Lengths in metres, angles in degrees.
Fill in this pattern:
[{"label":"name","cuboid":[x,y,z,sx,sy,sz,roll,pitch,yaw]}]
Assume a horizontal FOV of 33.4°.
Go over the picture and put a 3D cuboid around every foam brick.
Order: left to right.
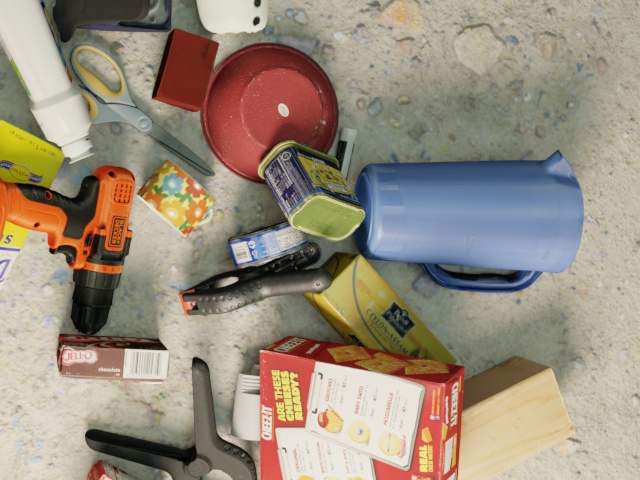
[{"label":"foam brick","cuboid":[-0.147,-0.183,1.160,0.053,0.051,0.078,16,88,-16]}]

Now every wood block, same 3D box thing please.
[{"label":"wood block","cuboid":[0.175,0.223,1.241,0.206,0.091,0.090,-24,98,-13]}]

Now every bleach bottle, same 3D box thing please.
[{"label":"bleach bottle","cuboid":[-0.296,-0.200,1.095,0.068,0.103,0.251,-24,99,-9]}]

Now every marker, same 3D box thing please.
[{"label":"marker","cuboid":[0.021,-0.069,1.225,0.020,0.020,0.121,12,89,-15]}]

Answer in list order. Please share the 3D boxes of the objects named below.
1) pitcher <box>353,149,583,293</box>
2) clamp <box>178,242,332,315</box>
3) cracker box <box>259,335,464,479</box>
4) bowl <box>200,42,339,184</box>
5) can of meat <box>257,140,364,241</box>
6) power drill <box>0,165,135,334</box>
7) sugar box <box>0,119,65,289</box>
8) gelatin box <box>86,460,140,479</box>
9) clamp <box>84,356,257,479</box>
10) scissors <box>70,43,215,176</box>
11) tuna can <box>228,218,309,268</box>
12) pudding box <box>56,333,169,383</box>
[{"label":"pitcher","cuboid":[0.163,-0.021,1.218,0.242,0.145,0.149,1,80,-11]},{"label":"clamp","cuboid":[-0.067,0.049,1.159,0.171,0.120,0.039,-21,101,-9]},{"label":"cracker box","cuboid":[0.042,0.201,1.143,0.214,0.072,0.164,7,104,27]},{"label":"bowl","cuboid":[-0.050,-0.143,1.186,0.162,0.055,0.162,-1,92,-15]},{"label":"can of meat","cuboid":[-0.007,-0.052,1.161,0.101,0.084,0.057,18,124,-47]},{"label":"power drill","cuboid":[-0.282,0.006,1.093,0.187,0.057,0.184,5,98,-46]},{"label":"sugar box","cuboid":[-0.341,-0.032,1.097,0.093,0.048,0.176,29,82,-50]},{"label":"gelatin box","cuboid":[-0.207,0.275,1.150,0.089,0.073,0.030,31,84,-14]},{"label":"clamp","cuboid":[-0.145,0.242,1.173,0.165,0.036,0.210,-28,110,13]},{"label":"scissors","cuboid":[-0.213,-0.121,1.163,0.096,0.016,0.201,-40,101,-9]},{"label":"tuna can","cuboid":[-0.058,0.001,1.173,0.086,0.086,0.034,-19,95,-14]},{"label":"pudding box","cuboid":[-0.222,0.124,1.132,0.113,0.090,0.039,7,92,-16]}]
